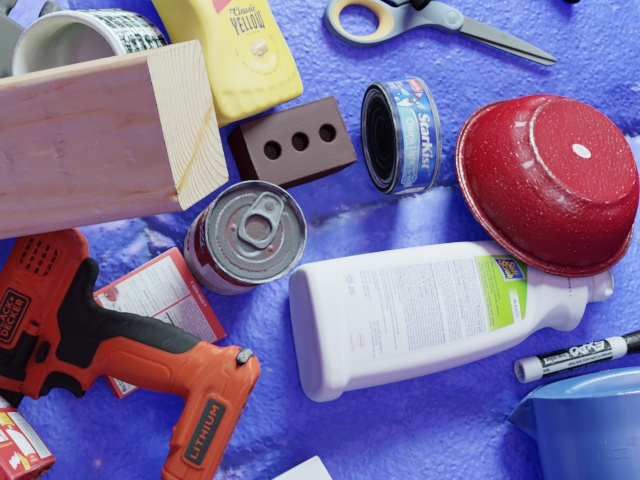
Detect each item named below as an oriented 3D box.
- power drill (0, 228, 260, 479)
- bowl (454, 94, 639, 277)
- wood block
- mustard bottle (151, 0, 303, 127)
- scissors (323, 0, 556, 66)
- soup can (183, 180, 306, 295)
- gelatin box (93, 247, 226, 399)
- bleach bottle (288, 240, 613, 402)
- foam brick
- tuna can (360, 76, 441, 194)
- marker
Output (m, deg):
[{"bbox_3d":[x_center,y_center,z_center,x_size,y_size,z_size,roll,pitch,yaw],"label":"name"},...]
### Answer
[{"bbox_3d":[-0.147,0.100,0.695,0.187,0.057,0.184,25,93,1],"label":"power drill"},{"bbox_3d":[0.185,-0.055,0.810,0.162,0.055,0.162,11,58,-18],"label":"bowl"},{"bbox_3d":[-0.172,-0.054,0.641,0.206,0.090,0.090,-8,103,15],"label":"wood block"},{"bbox_3d":[-0.080,-0.180,0.756,0.096,0.058,0.191,-29,101,-47],"label":"mustard bottle"},{"bbox_3d":[0.087,-0.164,0.847,0.201,0.016,0.096,34,77,-9],"label":"scissors"},{"bbox_3d":[-0.055,0.001,0.739,0.068,0.102,0.068,2,82,-16],"label":"soup can"},{"bbox_3d":[-0.122,0.058,0.750,0.089,0.030,0.073,-30,92,-14],"label":"gelatin box"},{"bbox_3d":[0.106,0.053,0.799,0.250,0.068,0.102,-6,83,-18],"label":"bleach bottle"},{"bbox_3d":[-0.021,-0.067,0.784,0.078,0.051,0.053,-20,89,-18],"label":"foam brick"},{"bbox_3d":[0.058,-0.077,0.790,0.033,0.086,0.086,-8,85,-15],"label":"tuna can"},{"bbox_3d":[0.211,0.090,0.844,0.121,0.020,0.020,-12,86,-17],"label":"marker"}]
